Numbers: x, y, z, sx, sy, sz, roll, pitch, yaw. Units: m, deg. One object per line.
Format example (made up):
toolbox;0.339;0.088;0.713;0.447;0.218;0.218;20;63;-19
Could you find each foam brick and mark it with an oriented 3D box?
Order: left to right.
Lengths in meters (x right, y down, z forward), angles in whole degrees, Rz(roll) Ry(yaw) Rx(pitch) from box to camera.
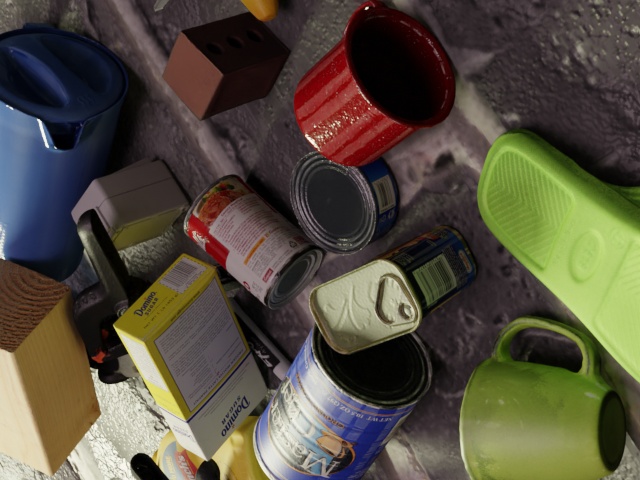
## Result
foam brick;-0.075;-0.138;0.841;0.053;0.078;0.051;47;135;15

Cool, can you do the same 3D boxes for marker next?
marker;-0.049;0.100;0.973;0.121;0.020;0.020;46;134;16

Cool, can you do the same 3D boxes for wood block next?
wood block;-0.292;0.128;1.056;0.090;0.090;0.206;20;140;17

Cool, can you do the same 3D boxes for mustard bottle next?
mustard bottle;-0.109;0.224;1.060;0.192;0.058;0.096;-11;107;45

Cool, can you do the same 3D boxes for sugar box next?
sugar box;-0.109;0.105;0.937;0.048;0.093;0.176;24;146;32

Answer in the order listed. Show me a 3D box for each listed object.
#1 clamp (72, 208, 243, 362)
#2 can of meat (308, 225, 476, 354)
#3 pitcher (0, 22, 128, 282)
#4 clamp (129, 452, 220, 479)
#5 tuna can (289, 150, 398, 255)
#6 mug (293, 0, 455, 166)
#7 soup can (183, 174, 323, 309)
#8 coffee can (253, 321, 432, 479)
clamp;-0.178;0.048;0.977;0.210;0.164;0.036;-41;37;40
can of meat;0.056;0.036;0.801;0.102;0.083;0.057;-27;91;46
pitcher;-0.270;-0.078;1.023;0.145;0.149;0.243;28;132;7
clamp;-0.113;0.276;1.026;0.120;0.039;0.171;-17;103;51
tuna can;0.019;-0.034;0.837;0.086;0.033;0.086;20;122;35
mug;0.033;-0.114;0.756;0.082;0.093;0.117;-34;55;50
soup can;-0.056;0.001;0.897;0.102;0.068;0.069;41;132;20
coffee can;0.015;0.134;0.872;0.103;0.102;0.140;44;133;17
